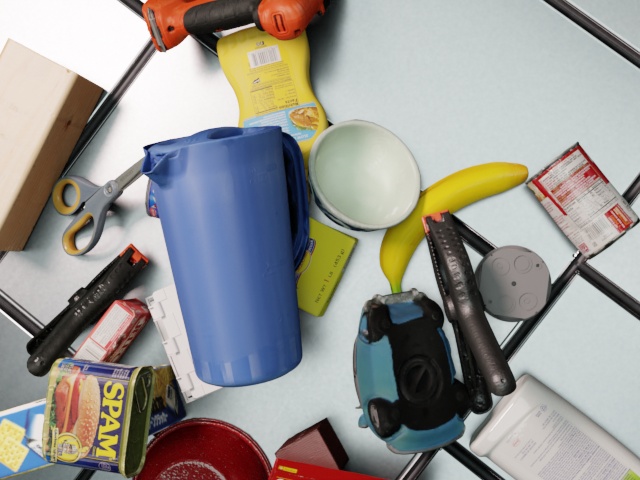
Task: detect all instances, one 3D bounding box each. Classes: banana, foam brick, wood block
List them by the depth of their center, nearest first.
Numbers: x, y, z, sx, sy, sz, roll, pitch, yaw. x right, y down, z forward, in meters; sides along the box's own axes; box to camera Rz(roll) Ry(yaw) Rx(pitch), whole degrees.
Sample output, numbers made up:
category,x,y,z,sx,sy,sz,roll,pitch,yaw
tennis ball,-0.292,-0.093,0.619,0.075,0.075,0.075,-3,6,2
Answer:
category,x,y,z,sx,sy,sz,roll,pitch,yaw
foam brick,-0.008,0.223,1.102,0.053,0.078,0.051,-29,86,6
banana,0.126,-0.026,1.116,0.198,0.037,0.069,-44,110,7
wood block,-0.330,-0.099,1.153,0.090,0.090,0.206,28,91,7

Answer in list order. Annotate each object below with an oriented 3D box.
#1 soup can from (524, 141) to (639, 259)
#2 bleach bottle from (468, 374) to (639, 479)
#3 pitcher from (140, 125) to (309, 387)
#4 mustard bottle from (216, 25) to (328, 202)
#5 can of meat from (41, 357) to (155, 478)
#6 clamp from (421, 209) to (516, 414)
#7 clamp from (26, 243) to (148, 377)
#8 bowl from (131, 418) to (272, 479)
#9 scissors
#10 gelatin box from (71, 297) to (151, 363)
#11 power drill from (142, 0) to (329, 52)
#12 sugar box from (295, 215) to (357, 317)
category,x,y,z,sx,sy,sz,roll,pitch,yaw
soup can,0.265,-0.040,1.078,0.068,0.068,0.102,-38,84,5
bleach bottle,0.277,0.249,1.070,0.251,0.068,0.102,39,94,5
pitcher,-0.079,0.010,1.038,0.149,0.145,0.243,-8,101,0
mustard bottle,-0.043,-0.131,1.129,0.096,0.058,0.191,-14,86,2
can of meat,-0.205,0.160,0.982,0.084,0.057,0.102,6,87,11
clamp,0.144,0.068,1.050,0.036,0.164,0.210,-14,82,-5
clamp,-0.251,0.076,1.127,0.039,0.120,0.171,43,91,-20
bowl,-0.130,0.272,1.129,0.162,0.055,0.162,0,88,8
scissors,-0.231,-0.064,1.130,0.202,0.016,0.096,-50,65,33
gelatin box,-0.222,0.104,1.138,0.030,0.073,0.089,38,92,6
power drill,-0.077,-0.256,1.108,0.188,0.184,0.057,-5,122,22
sugar box,-0.058,0.002,1.133,0.176,0.048,0.093,26,91,7
